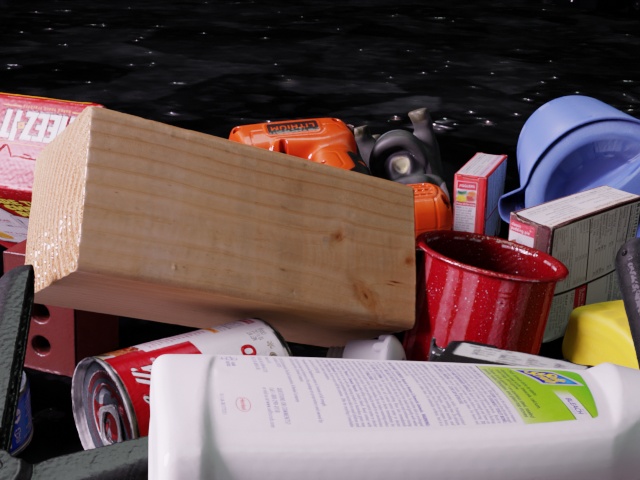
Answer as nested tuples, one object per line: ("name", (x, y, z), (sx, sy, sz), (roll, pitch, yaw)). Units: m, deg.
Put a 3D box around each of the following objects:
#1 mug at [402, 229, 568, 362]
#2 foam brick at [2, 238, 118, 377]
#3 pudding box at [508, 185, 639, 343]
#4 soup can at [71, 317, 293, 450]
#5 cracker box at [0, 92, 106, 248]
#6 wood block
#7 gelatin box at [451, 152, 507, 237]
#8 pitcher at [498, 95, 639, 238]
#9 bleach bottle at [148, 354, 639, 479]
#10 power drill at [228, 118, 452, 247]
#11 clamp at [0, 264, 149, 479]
("mug", (0.089, 0.042, 0.660), (0.093, 0.081, 0.117), (-1, 19, -38))
("foam brick", (-0.163, 0.038, 0.677), (0.053, 0.078, 0.051), (9, 19, 21))
("pudding box", (0.177, 0.016, 0.749), (0.113, 0.090, 0.039), (-16, 26, -41))
("soup can", (-0.070, 0.083, 0.565), (0.102, 0.068, 0.069), (-12, 23, -36))
("cracker box", (-0.183, -0.035, 0.752), (0.164, 0.072, 0.213), (8, -14, 18))
("wood block", (-0.054, 0.000, 0.614), (0.205, 0.090, 0.091), (12, -20, -30))
("gelatin box", (0.134, -0.030, 0.910), (0.030, 0.073, 0.089), (8, 20, 18))
("pitcher", (0.244, -0.059, 0.926), (0.149, 0.145, 0.242), (36, 16, -4))
("bleach bottle", (0.062, 0.084, 0.408), (0.250, 0.068, 0.102), (1, 19, -11))
("power drill", (-0.016, -0.035, 0.798), (0.184, 0.057, 0.188), (-4, 26, -16))
("clamp", (-0.143, 0.098, 0.458), (0.165, 0.036, 0.209), (32, 51, 26))
